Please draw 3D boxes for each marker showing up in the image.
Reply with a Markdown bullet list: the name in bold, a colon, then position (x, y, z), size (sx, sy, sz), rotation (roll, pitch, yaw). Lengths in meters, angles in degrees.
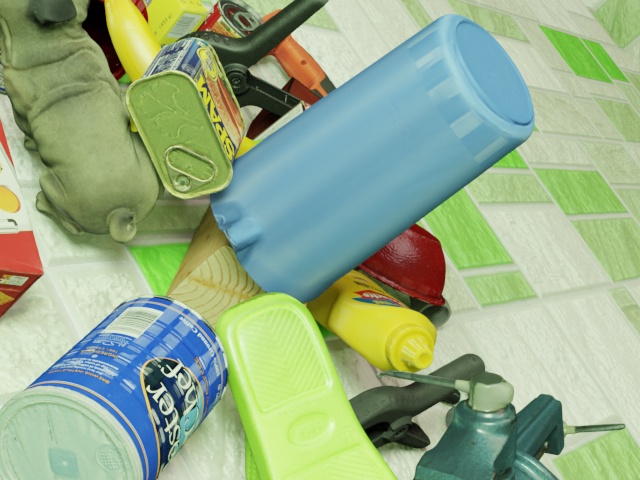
- **marker**: position (0.163, 0.175, 1.110), size (0.121, 0.020, 0.020), rotation (29, 34, -30)

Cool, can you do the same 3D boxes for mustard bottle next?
- **mustard bottle**: position (0.049, 0.074, 0.948), size (0.096, 0.058, 0.192), rotation (20, 6, -25)

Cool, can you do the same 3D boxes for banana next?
- **banana**: position (-0.123, -0.126, 0.915), size (0.197, 0.037, 0.069), rotation (47, 28, -24)

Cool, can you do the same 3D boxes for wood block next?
- **wood block**: position (-0.056, 0.001, 0.959), size (0.090, 0.090, 0.206), rotation (40, 30, -15)

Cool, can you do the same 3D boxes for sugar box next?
- **sugar box**: position (-0.193, -0.269, 1.101), size (0.048, 0.093, 0.176), rotation (-6, 58, -55)

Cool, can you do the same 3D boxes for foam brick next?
- **foam brick**: position (-0.037, -0.126, 1.150), size (0.053, 0.078, 0.051), rotation (36, 32, -15)

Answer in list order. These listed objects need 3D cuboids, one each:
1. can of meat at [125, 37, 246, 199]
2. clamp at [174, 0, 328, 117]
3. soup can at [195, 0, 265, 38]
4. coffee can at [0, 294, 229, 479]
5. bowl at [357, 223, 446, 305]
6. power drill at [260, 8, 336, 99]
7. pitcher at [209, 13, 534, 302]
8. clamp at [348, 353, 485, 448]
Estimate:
- **can of meat**: position (-0.100, -0.097, 0.825), size (0.084, 0.057, 0.102), rotation (-78, 149, -59)
- **clamp**: position (-0.077, -0.160, 1.068), size (0.036, 0.210, 0.164), rotation (-91, 168, -53)
- **soup can**: position (-0.109, -0.196, 1.113), size (0.068, 0.102, 0.068), rotation (33, 33, -24)
- **coffee can**: position (-0.134, 0.111, 0.708), size (0.103, 0.103, 0.140), rotation (46, 29, -3)
- **bowl**: position (0.071, 0.002, 1.096), size (0.162, 0.055, 0.162), rotation (29, 9, -5)
- **power drill**: position (-0.021, -0.179, 1.259), size (0.187, 0.057, 0.184), rotation (48, 25, -5)
- **pitcher**: position (0.044, -0.065, 0.827), size (0.144, 0.243, 0.149), rotation (34, 39, -30)
- **clamp**: position (0.069, 0.146, 0.927), size (0.171, 0.120, 0.039), rotation (0, 38, -49)
